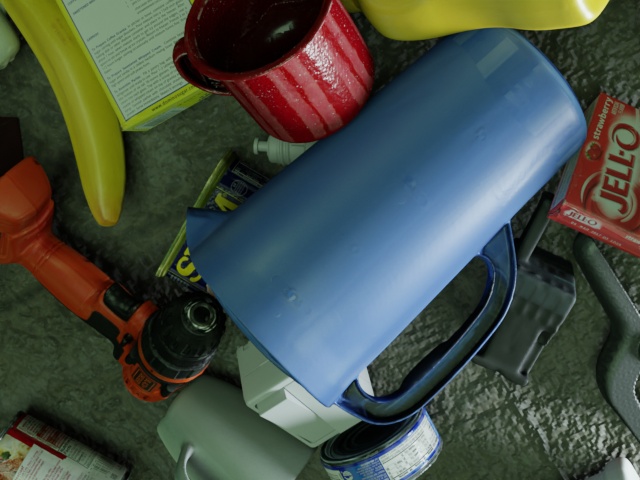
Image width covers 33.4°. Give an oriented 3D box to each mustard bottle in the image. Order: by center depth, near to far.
[{"bbox_3d":[0.078,-0.164,0.637,0.192,0.096,0.058,2,148,36],"label":"mustard bottle"}]

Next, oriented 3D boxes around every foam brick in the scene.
[{"bbox_3d":[-0.252,-0.057,0.761,0.051,0.078,0.053,2,106,10],"label":"foam brick"}]

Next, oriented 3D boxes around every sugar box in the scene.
[{"bbox_3d":[-0.126,-0.170,0.704,0.093,0.048,0.176,-26,89,16],"label":"sugar box"}]

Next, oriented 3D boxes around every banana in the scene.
[{"bbox_3d":[-0.177,-0.107,0.736,0.037,0.069,0.198,-7,119,36],"label":"banana"}]

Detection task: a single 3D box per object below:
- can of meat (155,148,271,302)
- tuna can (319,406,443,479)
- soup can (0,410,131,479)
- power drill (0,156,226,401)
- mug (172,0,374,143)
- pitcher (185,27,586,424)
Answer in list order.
[{"bbox_3d":[-0.055,0.001,0.756,0.084,0.057,0.102,31,111,-4],"label":"can of meat"},{"bbox_3d":[0.043,0.150,0.772,0.086,0.086,0.034,-26,101,17],"label":"tuna can"},{"bbox_3d":[-0.209,0.188,0.840,0.102,0.068,0.069,29,111,-1],"label":"soup can"},{"bbox_3d":[-0.153,0.030,0.739,0.187,0.057,0.185,44,151,0],"label":"power drill"},{"bbox_3d":[-0.030,-0.108,0.622,0.117,0.093,0.081,-9,150,23],"label":"mug"},{"bbox_3d":[0.051,-0.014,0.664,0.243,0.145,0.149,-42,137,-2],"label":"pitcher"}]
